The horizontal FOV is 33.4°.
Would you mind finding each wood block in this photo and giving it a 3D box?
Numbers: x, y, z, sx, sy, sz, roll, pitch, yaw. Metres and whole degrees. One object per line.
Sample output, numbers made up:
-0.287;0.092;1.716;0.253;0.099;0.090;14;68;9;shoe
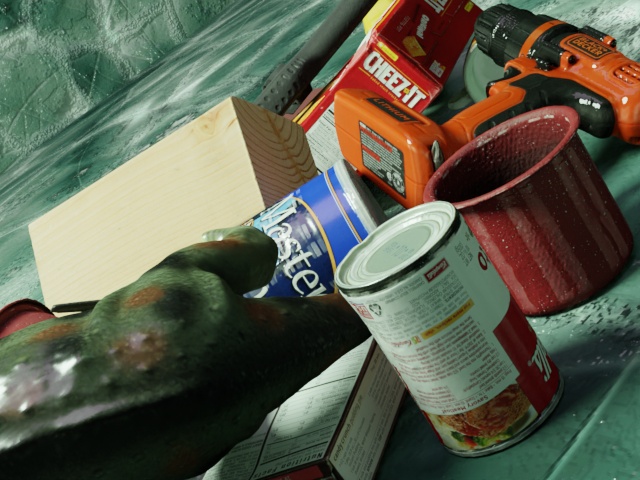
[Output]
-0.105;-0.010;0.783;0.206;0.091;0.090;-28;-22;27;wood block

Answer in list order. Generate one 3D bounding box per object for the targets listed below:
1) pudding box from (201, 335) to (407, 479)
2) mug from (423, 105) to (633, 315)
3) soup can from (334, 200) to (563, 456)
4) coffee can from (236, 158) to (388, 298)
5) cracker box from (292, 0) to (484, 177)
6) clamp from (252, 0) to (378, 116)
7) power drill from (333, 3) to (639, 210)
-0.007;0.102;0.567;0.090;0.039;0.113;-23;23;31;pudding box
0.120;-0.020;0.587;0.093;0.081;0.117;-21;23;35;mug
0.060;0.041;0.502;0.068;0.102;0.068;-31;18;11;soup can
-0.018;0.029;0.667;0.140;0.102;0.103;-32;18;8;coffee can
0.029;-0.109;0.886;0.214;0.072;0.164;-47;7;36;cracker box
-0.031;-0.129;0.928;0.209;0.036;0.165;-55;7;-36;clamp
0.106;-0.095;0.698;0.187;0.057;0.185;-24;37;-18;power drill
